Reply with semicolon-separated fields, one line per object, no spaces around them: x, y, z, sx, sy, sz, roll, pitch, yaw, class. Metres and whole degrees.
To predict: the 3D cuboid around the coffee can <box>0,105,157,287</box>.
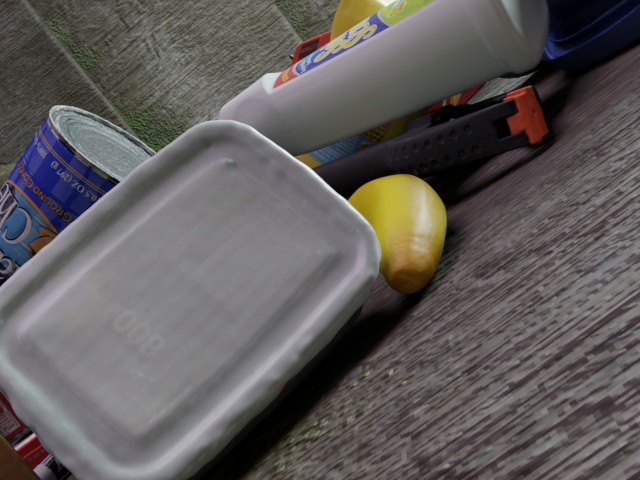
-0.163;0.001;0.676;0.140;0.103;0.102;-53;4;14;coffee can

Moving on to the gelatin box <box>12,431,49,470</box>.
-0.192;0.144;0.794;0.073;0.030;0.089;-35;7;21;gelatin box

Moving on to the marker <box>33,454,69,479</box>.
-0.172;0.146;0.722;0.020;0.020;0.121;-32;10;44;marker

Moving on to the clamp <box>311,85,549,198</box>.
0.078;-0.063;0.646;0.164;0.036;0.210;-27;7;-27;clamp

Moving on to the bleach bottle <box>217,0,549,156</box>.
0.019;-0.100;0.683;0.251;0.068;0.102;-24;22;30;bleach bottle

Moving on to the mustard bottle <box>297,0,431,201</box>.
0.032;-0.088;0.787;0.058;0.096;0.192;-47;-15;-55;mustard bottle

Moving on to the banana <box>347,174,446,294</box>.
0.035;-0.003;0.557;0.198;0.037;0.069;163;127;-79;banana
